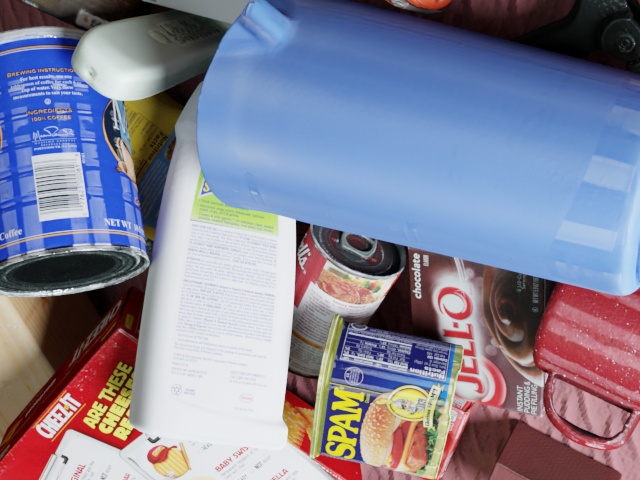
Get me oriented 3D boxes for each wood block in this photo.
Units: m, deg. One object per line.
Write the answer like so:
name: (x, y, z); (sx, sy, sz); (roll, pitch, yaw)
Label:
wood block: (-0.225, 0.089, 0.834); (0.090, 0.090, 0.206); (-14, 118, 20)

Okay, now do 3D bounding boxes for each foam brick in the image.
foam brick: (0.151, 0.169, 0.712); (0.078, 0.052, 0.051); (27, 124, 17)

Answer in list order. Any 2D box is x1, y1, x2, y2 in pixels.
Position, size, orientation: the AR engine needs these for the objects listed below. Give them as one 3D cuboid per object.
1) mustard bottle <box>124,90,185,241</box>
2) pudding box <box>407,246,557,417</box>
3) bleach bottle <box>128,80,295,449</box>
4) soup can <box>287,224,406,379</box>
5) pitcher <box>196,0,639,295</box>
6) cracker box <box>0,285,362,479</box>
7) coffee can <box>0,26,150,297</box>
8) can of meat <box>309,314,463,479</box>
mustard bottle: (-0.108, -0.053, 0.746); (0.192, 0.058, 0.096); (38, 102, 8)
pudding box: (0.106, 0.052, 0.689); (0.090, 0.039, 0.113); (9, 118, 26)
bleach bottle: (-0.054, 0.001, 0.683); (0.068, 0.102, 0.251); (175, 105, -67)
soup can: (0.007, 0.036, 0.721); (0.068, 0.068, 0.102); (35, 127, 11)
pitcher: (0.068, -0.048, 0.581); (0.243, 0.149, 0.145); (17, 109, 25)
cracker box: (-0.102, 0.157, 0.774); (0.213, 0.072, 0.164); (37, 109, -17)
coffee can: (-0.166, -0.046, 0.659); (0.103, 0.102, 0.140); (-21, 73, 36)
can of meat: (0.041, 0.102, 0.683); (0.084, 0.057, 0.102); (11, 133, 6)
